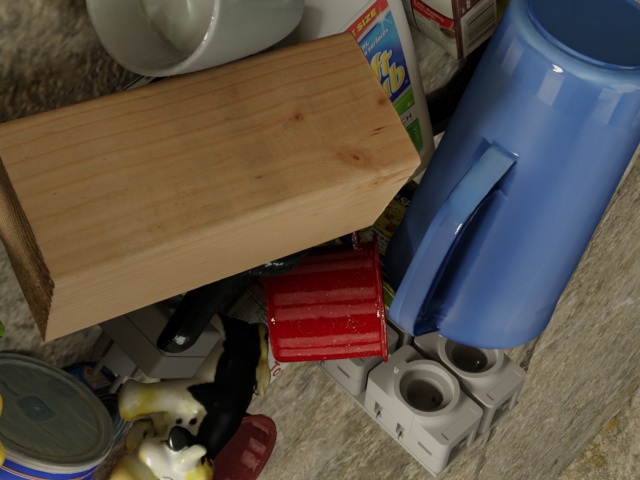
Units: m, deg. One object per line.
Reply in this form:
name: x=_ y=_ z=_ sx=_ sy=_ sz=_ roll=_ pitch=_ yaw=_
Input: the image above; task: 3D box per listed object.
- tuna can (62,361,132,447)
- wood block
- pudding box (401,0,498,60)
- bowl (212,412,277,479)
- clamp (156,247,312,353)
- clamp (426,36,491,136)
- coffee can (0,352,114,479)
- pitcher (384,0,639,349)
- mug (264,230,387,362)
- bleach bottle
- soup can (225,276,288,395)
tuna can: x=-0.175 y=0.128 z=0.757 sx=0.086 sy=0.034 sz=0.086 roll=-37 pitch=151 yaw=-24
wood block: x=-0.065 y=-0.032 z=0.576 sx=0.205 sy=0.090 sz=0.091 roll=-20 pitch=163 yaw=-23
pudding box: x=0.063 y=-0.173 z=0.655 sx=0.039 sy=0.090 sz=0.113 roll=-42 pitch=154 yaw=-10
bowl: x=-0.115 y=0.195 z=0.917 sx=0.162 sy=0.055 sz=0.162 roll=-37 pitch=152 yaw=-24
clamp: x=-0.054 y=0.001 z=0.673 sx=0.171 sy=0.120 sz=0.039 roll=-9 pitch=179 yaw=-39
clamp: x=0.119 y=-0.116 z=0.880 sx=0.165 sy=0.036 sz=0.209 roll=-49 pitch=157 yaw=11
coffee can: x=-0.206 y=0.156 z=0.667 sx=0.102 sy=0.103 sz=0.140 roll=0 pitch=126 yaw=-58
pitcher: x=0.131 y=-0.043 z=0.711 sx=0.145 sy=0.149 sz=0.243 roll=7 pitch=135 yaw=-11
mug: x=0.003 y=0.034 z=0.762 sx=0.081 sy=0.093 sz=0.117 roll=-5 pitch=113 yaw=1
bleach bottle: x=0.010 y=-0.116 z=0.682 sx=0.102 sy=0.068 sz=0.250 roll=-33 pitch=148 yaw=-5
soup can: x=-0.039 y=0.063 z=0.843 sx=0.102 sy=0.069 sz=0.068 roll=-48 pitch=154 yaw=-2
